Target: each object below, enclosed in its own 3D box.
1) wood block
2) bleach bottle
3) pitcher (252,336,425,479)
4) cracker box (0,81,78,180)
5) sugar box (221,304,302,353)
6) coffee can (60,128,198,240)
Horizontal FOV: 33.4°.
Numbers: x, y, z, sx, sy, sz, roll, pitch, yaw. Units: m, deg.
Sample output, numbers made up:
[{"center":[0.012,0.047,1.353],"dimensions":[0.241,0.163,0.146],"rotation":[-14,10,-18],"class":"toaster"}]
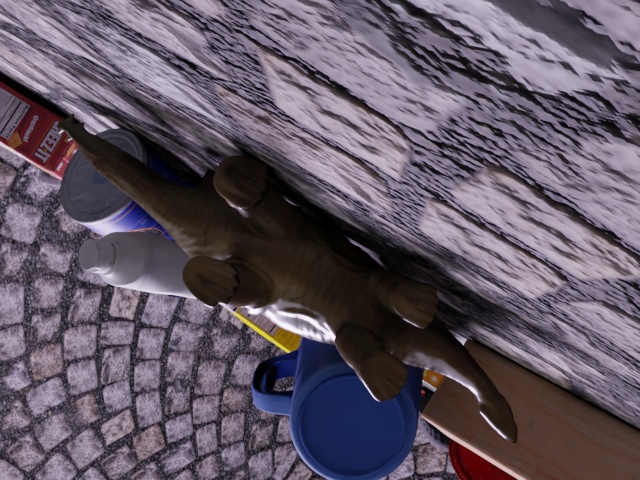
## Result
[{"center":[0.211,0.185,0.988],"dimensions":[0.206,0.090,0.090],"rotation":[28,173,32],"class":"wood block"},{"center":[-0.117,0.029,1.036],"dimensions":[0.103,0.068,0.250],"rotation":[14,-177,43],"class":"bleach bottle"},{"center":[0.024,0.138,1.001],"dimensions":[0.145,0.149,0.242],"rotation":[40,-171,-2],"class":"pitcher"},{"center":[-0.394,-0.158,1.321],"dimensions":[0.213,0.072,0.164],"rotation":[31,175,-3],"class":"cracker box"},{"center":[-0.089,0.084,1.367],"dimensions":[0.176,0.048,0.093],"rotation":[36,175,-33],"class":"sugar box"},{"center":[-0.180,-0.037,1.087],"dimensions":[0.103,0.103,0.140],"rotation":[27,172,37],"class":"coffee can"}]
